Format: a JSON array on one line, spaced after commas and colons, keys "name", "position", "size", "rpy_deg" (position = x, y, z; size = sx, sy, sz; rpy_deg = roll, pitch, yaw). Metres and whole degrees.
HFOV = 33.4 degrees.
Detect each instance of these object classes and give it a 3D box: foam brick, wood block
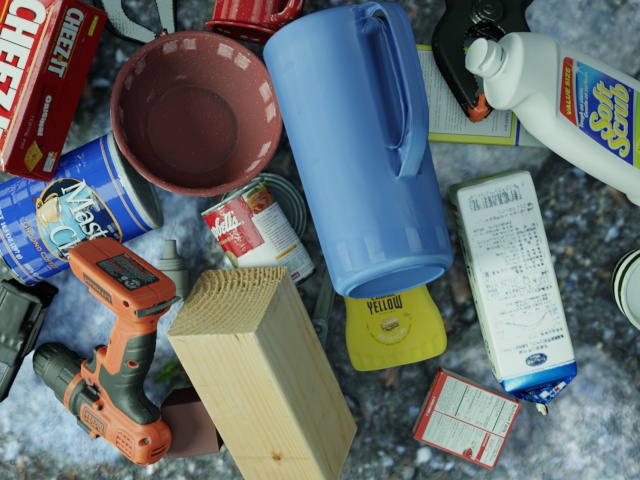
[{"name": "foam brick", "position": [-0.123, 0.175, 1.046], "size": [0.051, 0.078, 0.053], "rpy_deg": [-7, 96, 3]}, {"name": "wood block", "position": [-0.048, 0.131, 0.977], "size": [0.091, 0.090, 0.206], "rpy_deg": [-4, 127, 25]}]

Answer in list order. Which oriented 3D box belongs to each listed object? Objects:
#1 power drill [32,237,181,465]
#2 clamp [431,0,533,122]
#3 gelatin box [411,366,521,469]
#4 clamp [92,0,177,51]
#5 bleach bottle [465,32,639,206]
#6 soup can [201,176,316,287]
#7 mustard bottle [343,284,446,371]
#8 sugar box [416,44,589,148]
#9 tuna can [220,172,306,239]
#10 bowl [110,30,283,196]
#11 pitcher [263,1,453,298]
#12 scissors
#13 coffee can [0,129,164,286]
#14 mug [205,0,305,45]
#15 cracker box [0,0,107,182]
[{"name": "power drill", "position": [-0.202, 0.095, 0.993], "size": [0.185, 0.057, 0.188], "rpy_deg": [30, 126, 30]}, {"name": "clamp", "position": [0.143, -0.213, 0.991], "size": [0.164, 0.036, 0.210], "rpy_deg": [13, 73, 3]}, {"name": "gelatin box", "position": [0.146, 0.177, 1.065], "size": [0.089, 0.030, 0.073], "rpy_deg": [22, 95, -1]}, {"name": "clamp", "position": [-0.188, -0.260, 1.022], "size": [0.171, 0.039, 0.120], "rpy_deg": [43, 100, -9]}, {"name": "bleach bottle", "position": [0.232, -0.113, 0.959], "size": [0.250, 0.068, 0.102], "rpy_deg": [19, 86, -29]}, {"name": "soup can", "position": [-0.057, 0.001, 0.996], "size": [0.068, 0.068, 0.102], "rpy_deg": [-30, 96, 4]}, {"name": "mustard bottle", "position": [0.057, 0.025, 1.036], "size": [0.096, 0.058, 0.191], "rpy_deg": [-13, 95, 10]}, {"name": "sugar box", "position": [0.163, -0.137, 1.025], "size": [0.176, 0.048, 0.093], "rpy_deg": [4, 95, -3]}, {"name": "tuna can", "position": [-0.056, -0.024, 1.046], "size": [0.086, 0.034, 0.086], "rpy_deg": [0, 96, 1]}, {"name": "bowl", "position": [-0.118, -0.114, 1.013], "size": [0.162, 0.055, 0.162], "rpy_deg": [2, 78, -11]}, {"name": "pitcher", "position": [0.042, -0.081, 0.941], "size": [0.145, 0.149, 0.243], "rpy_deg": [-18, 75, 14]}, {"name": "scissors", "position": [-0.021, 0.090, 1.039], "size": [0.096, 0.016, 0.202], "rpy_deg": [1, 113, 10]}, {"name": "coffee can", "position": [-0.234, -0.031, 1.014], "size": [0.140, 0.103, 0.103], "rpy_deg": [-24, 95, 4]}, {"name": "mug", "position": [-0.049, -0.229, 0.988], "size": [0.093, 0.117, 0.081], "rpy_deg": [11, 92, -30]}, {"name": "cracker box", "position": [-0.318, -0.166, 0.977], "size": [0.214, 0.072, 0.164], "rpy_deg": [23, 96, 27]}]
